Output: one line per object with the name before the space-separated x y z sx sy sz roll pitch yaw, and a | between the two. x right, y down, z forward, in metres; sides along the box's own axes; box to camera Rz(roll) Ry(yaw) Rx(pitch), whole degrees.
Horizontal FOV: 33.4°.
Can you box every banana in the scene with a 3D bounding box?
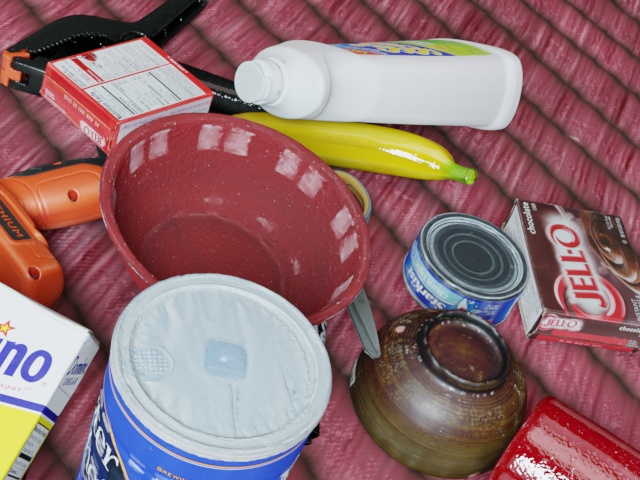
banana | 0.016 -0.073 0.802 0.197 0.037 0.070 8 2 -9

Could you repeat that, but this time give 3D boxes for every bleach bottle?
bleach bottle | 0.042 -0.118 0.802 0.103 0.068 0.250 22 21 39

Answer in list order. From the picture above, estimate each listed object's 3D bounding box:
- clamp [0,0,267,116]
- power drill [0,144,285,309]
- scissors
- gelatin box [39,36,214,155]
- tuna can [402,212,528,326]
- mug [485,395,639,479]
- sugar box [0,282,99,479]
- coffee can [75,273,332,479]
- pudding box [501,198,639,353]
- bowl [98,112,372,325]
clamp | -0.142 -0.146 0.820 0.209 0.036 0.165 -4 49 -27
power drill | -0.126 -0.010 0.677 0.187 0.057 0.185 -23 56 -42
scissors | -0.005 0.005 0.723 0.096 0.016 0.201 12 34 -4
gelatin box | -0.128 -0.096 0.708 0.073 0.030 0.089 40 42 22
tuna can | 0.104 0.021 0.762 0.086 0.034 0.086 12 43 -12
mug | 0.137 0.153 0.613 0.081 0.093 0.117 33 79 17
sugar box | -0.186 0.099 0.487 0.093 0.048 0.176 26 76 4
coffee can | -0.064 0.100 0.529 0.102 0.140 0.103 12 43 -12
pudding box | 0.189 0.025 0.790 0.090 0.039 0.113 9 44 -15
bowl | -0.054 0.001 0.620 0.162 0.055 0.162 15 45 -15
